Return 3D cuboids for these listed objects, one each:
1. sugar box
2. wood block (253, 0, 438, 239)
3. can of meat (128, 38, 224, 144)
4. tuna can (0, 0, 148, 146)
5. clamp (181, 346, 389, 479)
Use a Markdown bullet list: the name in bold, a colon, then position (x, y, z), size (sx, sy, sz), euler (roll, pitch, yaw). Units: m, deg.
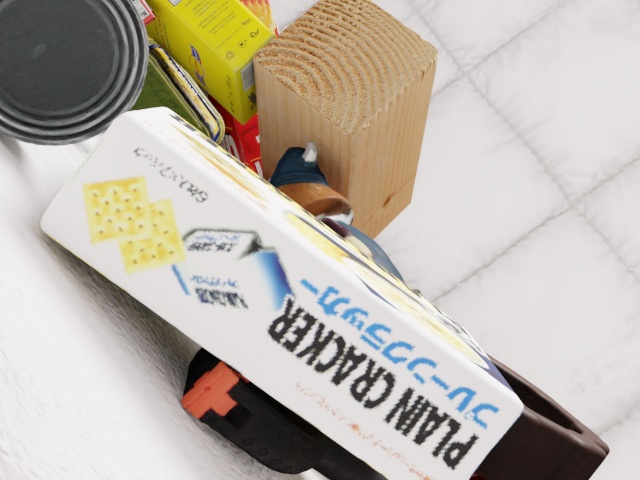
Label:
- **sugar box**: position (-0.104, -0.168, 0.756), size (0.176, 0.048, 0.093), euler (41, -14, 12)
- **wood block**: position (0.016, -0.076, 0.783), size (0.090, 0.090, 0.206), euler (40, -20, 17)
- **can of meat**: position (-0.121, -0.099, 0.804), size (0.102, 0.057, 0.084), euler (53, 7, -11)
- **tuna can**: position (-0.122, -0.088, 0.483), size (0.086, 0.086, 0.034), euler (52, 3, -29)
- **clamp**: position (-0.013, 0.093, 0.541), size (0.120, 0.039, 0.171), euler (40, 6, 16)
